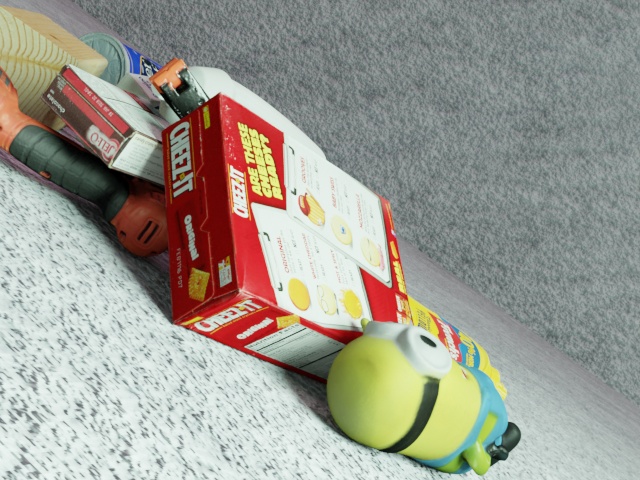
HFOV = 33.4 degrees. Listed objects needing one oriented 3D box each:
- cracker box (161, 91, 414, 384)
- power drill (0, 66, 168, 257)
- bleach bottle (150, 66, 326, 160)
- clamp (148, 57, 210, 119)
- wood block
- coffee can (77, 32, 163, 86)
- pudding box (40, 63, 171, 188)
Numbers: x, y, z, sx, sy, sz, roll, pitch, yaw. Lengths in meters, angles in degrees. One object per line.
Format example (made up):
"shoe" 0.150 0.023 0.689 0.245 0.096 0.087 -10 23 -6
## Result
"cracker box" -0.020 0.012 0.797 0.213 0.072 0.164 28 43 -45
"power drill" -0.197 -0.068 0.851 0.187 0.057 0.184 32 6 -19
"bleach bottle" -0.093 -0.106 1.098 0.068 0.102 0.250 44 7 33
"clamp" -0.079 -0.076 0.882 0.165 0.036 0.210 48 -4 24
"wood block" -0.275 -0.161 1.019 0.090 0.090 0.206 34 6 -9
"coffee can" -0.245 -0.186 1.323 0.103 0.103 0.140 37 6 24
"pudding box" -0.147 -0.083 0.818 0.090 0.039 0.113 44 12 25
